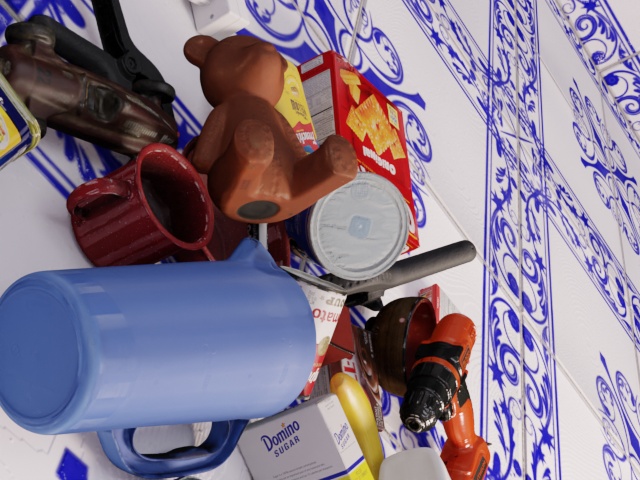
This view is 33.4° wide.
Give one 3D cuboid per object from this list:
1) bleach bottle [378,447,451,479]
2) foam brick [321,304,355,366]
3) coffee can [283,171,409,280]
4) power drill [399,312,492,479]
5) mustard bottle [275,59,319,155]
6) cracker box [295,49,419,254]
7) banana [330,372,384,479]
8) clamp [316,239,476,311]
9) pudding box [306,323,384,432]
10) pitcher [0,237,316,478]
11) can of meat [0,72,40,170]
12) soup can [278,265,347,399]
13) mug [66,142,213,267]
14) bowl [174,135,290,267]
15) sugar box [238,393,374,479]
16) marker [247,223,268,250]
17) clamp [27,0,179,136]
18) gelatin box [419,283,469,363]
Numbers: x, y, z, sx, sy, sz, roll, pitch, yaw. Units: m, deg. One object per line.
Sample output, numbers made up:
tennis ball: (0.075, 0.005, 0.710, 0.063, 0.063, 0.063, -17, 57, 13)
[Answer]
bleach bottle: (0.127, 0.303, 1.072, 0.250, 0.068, 0.102, 59, 19, -49)
foam brick: (-0.015, 0.092, 1.017, 0.051, 0.078, 0.053, 31, 45, -49)
coffee can: (0.013, -0.023, 1.062, 0.102, 0.102, 0.140, 55, -12, -19)
power drill: (0.137, 0.197, 1.152, 0.184, 0.057, 0.187, -52, 138, -52)
mustard bottle: (-0.035, -0.105, 1.167, 0.096, 0.058, 0.191, 17, 53, -62)
cracker box: (0.044, -0.102, 1.294, 0.164, 0.072, 0.213, 35, 40, -45)
banana: (0.040, 0.204, 1.017, 0.069, 0.037, 0.198, -84, 163, -72)
clamp: (0.059, 0.043, 1.129, 0.209, 0.165, 0.036, -3, 66, -51)
pudding box: (0.021, 0.137, 1.086, 0.089, 0.039, 0.113, 29, 44, -49)
pitcher: (-0.121, 0.088, 0.789, 0.242, 0.145, 0.149, 3, 53, -57)
can of meat: (-0.259, -0.084, 0.745, 0.102, 0.058, 0.083, 56, 30, -16)
soup can: (-0.024, 0.081, 0.947, 0.068, 0.069, 0.102, 16, 95, -56)
mug: (-0.153, -0.023, 0.856, 0.117, 0.082, 0.093, 18, 53, -56)
bowl: (-0.096, -0.014, 0.982, 0.162, 0.055, 0.162, 42, 35, -39)
sugar box: (0.004, 0.228, 0.920, 0.048, 0.093, 0.176, -15, 81, -64)
marker: (-0.056, 0.001, 0.956, 0.020, 0.020, 0.121, 39, 37, -42)
clamp: (-0.189, -0.153, 0.952, 0.171, 0.039, 0.120, 61, 41, -15)
gelatin box: (0.159, 0.111, 1.372, 0.089, 0.030, 0.073, 50, 29, -28)
